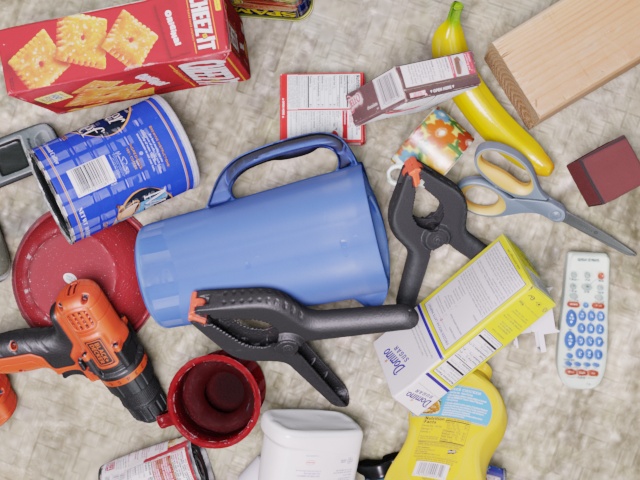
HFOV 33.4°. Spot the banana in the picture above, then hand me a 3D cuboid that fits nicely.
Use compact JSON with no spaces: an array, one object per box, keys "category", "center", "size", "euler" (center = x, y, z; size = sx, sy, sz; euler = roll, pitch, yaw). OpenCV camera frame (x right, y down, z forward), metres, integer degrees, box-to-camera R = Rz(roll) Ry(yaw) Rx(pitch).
[{"category":"banana","center":[0.164,-0.143,1.078],"size":[0.037,0.070,0.198],"euler":[-36,100,-17]}]

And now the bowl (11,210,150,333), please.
[{"category":"bowl","center":[-0.249,0.038,1.104],"size":[0.162,0.055,0.162],"euler":[0,89,4]}]

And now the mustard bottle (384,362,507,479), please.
[{"category":"mustard bottle","center":[0.130,0.185,1.044],"size":[0.096,0.058,0.191],"euler":[2,50,28]}]

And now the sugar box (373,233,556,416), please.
[{"category":"sugar box","center":[0.137,0.083,1.044],"size":[0.048,0.093,0.176],"euler":[37,109,-28]}]

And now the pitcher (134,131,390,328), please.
[{"category":"pitcher","center":[-0.057,0.001,1.060],"size":[0.243,0.145,0.149],"euler":[-12,48,6]}]

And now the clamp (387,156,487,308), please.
[{"category":"clamp","center":[0.106,0.000,1.063],"size":[0.120,0.039,0.171],"euler":[-31,118,2]}]

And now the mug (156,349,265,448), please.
[{"category":"mug","center":[-0.111,0.160,1.078],"size":[0.117,0.081,0.093],"euler":[-27,90,7]}]

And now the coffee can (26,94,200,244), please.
[{"category":"coffee can","center":[-0.205,-0.071,1.059],"size":[0.140,0.103,0.103],"euler":[-27,87,-17]}]

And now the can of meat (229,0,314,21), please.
[{"category":"can of meat","center":[-0.058,-0.262,1.084],"size":[0.102,0.084,0.057],"euler":[6,89,3]}]

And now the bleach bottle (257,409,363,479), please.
[{"category":"bleach bottle","center":[-0.028,0.296,1.063],"size":[0.102,0.068,0.251],"euler":[6,102,-25]}]

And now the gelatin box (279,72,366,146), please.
[{"category":"gelatin box","center":[0.003,-0.135,1.105],"size":[0.089,0.030,0.073],"euler":[0,88,3]}]

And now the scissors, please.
[{"category":"scissors","center":[0.221,-0.024,1.091],"size":[0.201,0.016,0.096],"euler":[40,130,-18]}]

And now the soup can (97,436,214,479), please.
[{"category":"soup can","center":[-0.167,0.244,1.089],"size":[0.102,0.068,0.068],"euler":[-20,88,3]}]

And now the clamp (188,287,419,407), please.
[{"category":"clamp","center":[-0.021,0.085,1.022],"size":[0.209,0.036,0.165],"euler":[23,132,-22]}]

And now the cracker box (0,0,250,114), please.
[{"category":"cracker box","center":[-0.185,-0.180,1.050],"size":[0.214,0.164,0.072],"euler":[-10,90,3]}]

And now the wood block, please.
[{"category":"wood block","center":[0.277,-0.205,1.060],"size":[0.206,0.090,0.091],"euler":[-31,86,3]}]

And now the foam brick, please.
[{"category":"foam brick","center":[0.285,-0.068,1.064],"size":[0.053,0.078,0.051],"euler":[-29,88,4]}]

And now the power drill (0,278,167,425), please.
[{"category":"power drill","center":[-0.267,0.133,1.081],"size":[0.188,0.057,0.184],"euler":[-18,122,10]}]

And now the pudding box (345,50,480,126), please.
[{"category":"pudding box","center":[0.089,-0.148,1.046],"size":[0.089,0.114,0.039],"euler":[-17,92,-24]}]
